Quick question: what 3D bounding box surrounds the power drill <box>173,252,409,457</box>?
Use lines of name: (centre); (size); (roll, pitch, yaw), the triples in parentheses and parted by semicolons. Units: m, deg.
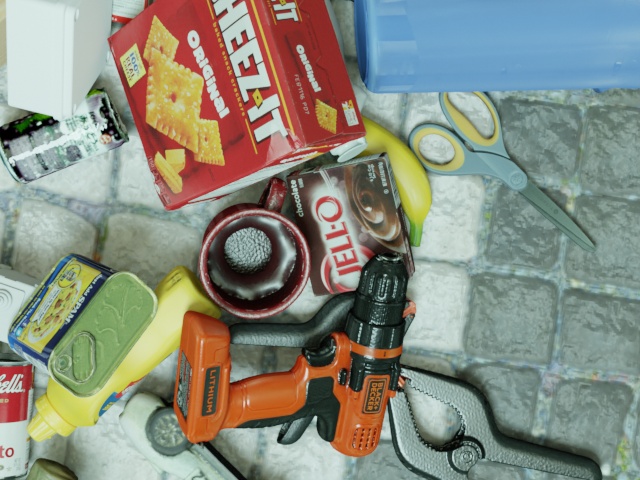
power drill: (-0.020, 0.096, 0.876); (0.187, 0.057, 0.184); (2, 108, -21)

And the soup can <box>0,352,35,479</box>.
soup can: (-0.284, 0.151, 0.922); (0.068, 0.068, 0.102); (4, 90, -2)

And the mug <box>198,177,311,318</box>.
mug: (-0.056, 0.001, 0.915); (0.093, 0.081, 0.117); (16, 97, -11)

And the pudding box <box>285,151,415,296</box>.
pudding box: (0.027, -0.013, 0.929); (0.090, 0.039, 0.113); (-11, 99, 14)

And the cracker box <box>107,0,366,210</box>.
cracker box: (-0.076, -0.128, 0.863); (0.071, 0.214, 0.164); (-18, 90, -39)

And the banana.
banana: (0.030, -0.078, 0.950); (0.198, 0.037, 0.069); (38, 88, -1)

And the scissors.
scissors: (0.156, -0.051, 0.964); (0.096, 0.016, 0.202); (-32, 90, 0)

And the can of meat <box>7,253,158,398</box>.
can of meat: (-0.193, 0.064, 0.855); (0.102, 0.084, 0.057); (-55, 131, -16)

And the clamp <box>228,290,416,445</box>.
clamp: (0.010, 0.106, 0.947); (0.171, 0.039, 0.120); (-19, 107, -4)

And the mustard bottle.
mustard bottle: (-0.173, 0.103, 0.911); (0.191, 0.096, 0.058); (-41, 94, -2)

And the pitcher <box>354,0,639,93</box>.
pitcher: (0.154, -0.194, 0.898); (0.242, 0.145, 0.149); (-5, 94, -3)

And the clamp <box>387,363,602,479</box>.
clamp: (0.138, 0.186, 0.949); (0.164, 0.036, 0.210); (-35, 92, -2)
